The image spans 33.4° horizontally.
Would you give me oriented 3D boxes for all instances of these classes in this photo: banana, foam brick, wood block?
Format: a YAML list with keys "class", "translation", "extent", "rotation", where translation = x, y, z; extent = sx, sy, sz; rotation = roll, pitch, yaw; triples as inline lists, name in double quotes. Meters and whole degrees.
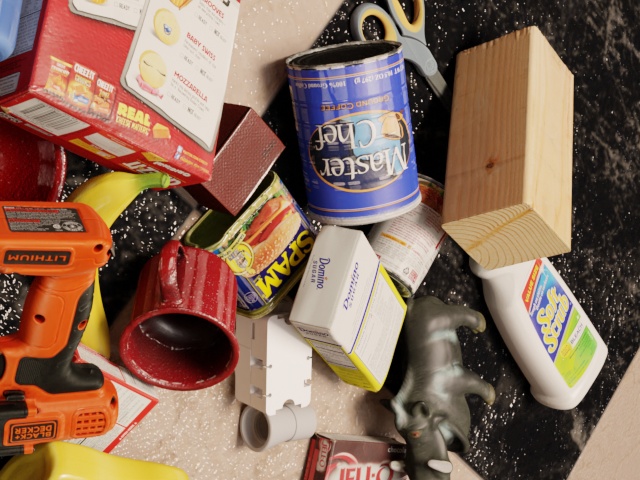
- class: "banana"
  translation: [-0.172, 0.018, 0.798]
  extent: [0.198, 0.069, 0.037]
  rotation: [-65, 176, 38]
- class: "foam brick"
  translation: [-0.078, -0.068, 0.885]
  extent: [0.078, 0.051, 0.053]
  rotation: [-55, 129, -16]
- class: "wood block"
  translation: [0.181, -0.089, 1.015]
  extent: [0.090, 0.091, 0.206]
  rotation: [39, 48, -40]

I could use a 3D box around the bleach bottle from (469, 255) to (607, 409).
- class: "bleach bottle"
  translation: [0.225, 0.073, 1.164]
  extent: [0.102, 0.068, 0.250]
  rotation: [-52, 125, -19]

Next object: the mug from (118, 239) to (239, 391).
- class: "mug"
  translation: [-0.110, 0.050, 0.842]
  extent: [0.093, 0.081, 0.117]
  rotation: [-6, 131, 5]

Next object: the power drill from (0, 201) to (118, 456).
- class: "power drill"
  translation: [-0.221, 0.065, 0.729]
  extent: [0.184, 0.057, 0.188]
  rotation: [-2, 122, -28]

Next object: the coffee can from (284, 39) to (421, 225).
- class: "coffee can"
  translation: [0.030, -0.096, 0.934]
  extent: [0.102, 0.103, 0.140]
  rotation: [-22, 113, -34]

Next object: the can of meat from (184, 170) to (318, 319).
- class: "can of meat"
  translation: [-0.056, 0.001, 0.917]
  extent: [0.102, 0.058, 0.084]
  rotation: [-48, 124, -21]

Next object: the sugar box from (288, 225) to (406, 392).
- class: "sugar box"
  translation: [0.028, 0.064, 0.957]
  extent: [0.176, 0.048, 0.093]
  rotation: [54, 51, -58]

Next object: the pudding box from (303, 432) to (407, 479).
- class: "pudding box"
  translation: [0.034, 0.239, 1.056]
  extent: [0.113, 0.039, 0.090]
  rotation: [12, 91, -41]

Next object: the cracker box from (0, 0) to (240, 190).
- class: "cracker box"
  translation: [-0.139, -0.163, 0.758]
  extent: [0.164, 0.072, 0.213]
  rotation: [25, 65, -46]

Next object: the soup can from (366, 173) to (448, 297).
- class: "soup can"
  translation: [0.084, -0.005, 1.023]
  extent: [0.068, 0.069, 0.102]
  rotation: [41, 74, -38]

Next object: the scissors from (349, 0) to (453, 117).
- class: "scissors"
  translation: [0.086, -0.165, 1.023]
  extent: [0.096, 0.016, 0.201]
  rotation: [-37, 121, -26]

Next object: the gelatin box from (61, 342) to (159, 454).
- class: "gelatin box"
  translation: [-0.184, 0.126, 0.839]
  extent: [0.073, 0.030, 0.089]
  rotation: [-46, 129, 10]

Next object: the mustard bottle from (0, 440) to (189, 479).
- class: "mustard bottle"
  translation: [-0.160, 0.210, 0.858]
  extent: [0.191, 0.058, 0.096]
  rotation: [24, 128, -41]
